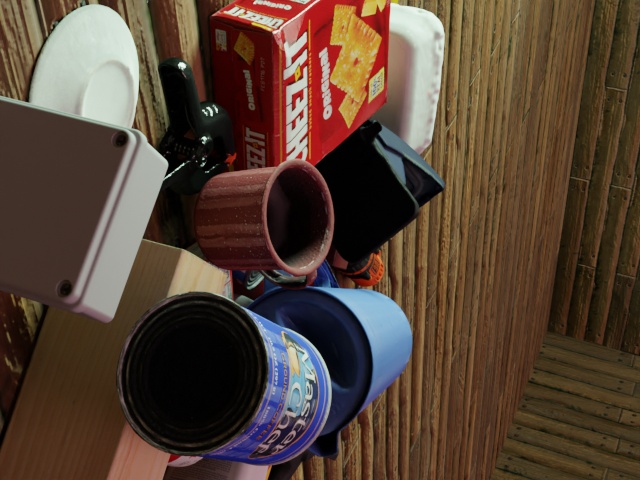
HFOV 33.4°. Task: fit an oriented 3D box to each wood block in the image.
[{"bbox_3d":[-0.151,0.104,0.770,0.090,0.091,0.206,39,66,-69],"label":"wood block"}]

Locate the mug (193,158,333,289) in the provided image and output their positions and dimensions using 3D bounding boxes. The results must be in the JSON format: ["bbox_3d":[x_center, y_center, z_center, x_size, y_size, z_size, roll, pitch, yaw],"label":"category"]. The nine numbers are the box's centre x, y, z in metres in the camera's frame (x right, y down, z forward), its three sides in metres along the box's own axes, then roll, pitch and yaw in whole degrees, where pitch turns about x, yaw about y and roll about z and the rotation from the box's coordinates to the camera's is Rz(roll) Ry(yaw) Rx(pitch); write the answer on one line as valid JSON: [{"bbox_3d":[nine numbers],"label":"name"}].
[{"bbox_3d":[-0.043,-0.008,0.871,0.093,0.082,0.117,-56,130,-38],"label":"mug"}]

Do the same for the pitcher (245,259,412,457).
[{"bbox_3d":[0.010,0.094,1.012,0.149,0.145,0.242,-63,166,8],"label":"pitcher"}]

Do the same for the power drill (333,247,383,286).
[{"bbox_3d":[0.061,-0.044,1.314,0.184,0.057,0.187,49,60,-72],"label":"power drill"}]

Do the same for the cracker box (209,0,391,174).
[{"bbox_3d":[-0.010,-0.160,0.976,0.213,0.072,0.164,-46,145,-45],"label":"cracker box"}]

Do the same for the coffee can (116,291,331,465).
[{"bbox_3d":[-0.060,0.097,0.721,0.140,0.103,0.103,40,66,-68],"label":"coffee can"}]

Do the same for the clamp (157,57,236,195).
[{"bbox_3d":[-0.112,-0.066,0.837,0.120,0.039,0.171,-59,164,-1],"label":"clamp"}]
